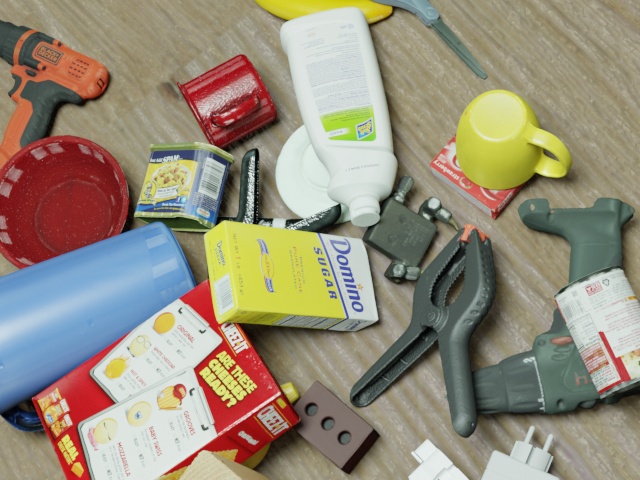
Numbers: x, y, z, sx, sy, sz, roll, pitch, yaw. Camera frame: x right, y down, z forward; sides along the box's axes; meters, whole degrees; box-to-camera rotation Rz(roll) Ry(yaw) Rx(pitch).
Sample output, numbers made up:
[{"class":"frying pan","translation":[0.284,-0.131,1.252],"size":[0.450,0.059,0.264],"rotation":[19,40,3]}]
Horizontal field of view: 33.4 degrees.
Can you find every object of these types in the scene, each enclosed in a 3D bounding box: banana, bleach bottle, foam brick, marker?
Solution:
[{"class":"banana","translation":[-0.016,-0.280,1.226],"size":[0.198,0.037,0.069],"rotation":[26,79,19]},{"class":"bleach bottle","translation":[0.022,-0.128,1.132],"size":[0.102,0.068,0.251],"rotation":[-12,61,8]},{"class":"foam brick","translation":[0.012,0.185,1.057],"size":[0.078,0.051,0.053],"rotation":[37,83,21]},{"class":"marker","translation":[-0.068,-0.016,1.159],"size":[0.121,0.020,0.020],"rotation":[2,72,13]}]

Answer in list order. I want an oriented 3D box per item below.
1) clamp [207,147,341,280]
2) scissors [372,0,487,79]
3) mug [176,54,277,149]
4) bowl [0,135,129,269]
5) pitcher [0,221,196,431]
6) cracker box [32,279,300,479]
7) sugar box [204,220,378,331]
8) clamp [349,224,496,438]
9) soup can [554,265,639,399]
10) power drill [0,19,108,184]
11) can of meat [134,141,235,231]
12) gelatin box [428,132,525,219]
[{"class":"clamp","translation":[-0.057,0.001,1.128],"size":[0.120,0.039,0.171],"rotation":[26,97,14]},{"class":"scissors","translation":[0.101,-0.251,1.186],"size":[0.096,0.016,0.202],"rotation":[-15,67,-21]},{"class":"mug","translation":[-0.098,-0.149,1.164],"size":[0.081,0.117,0.093],"rotation":[-29,108,-4]},{"class":"bowl","translation":[-0.285,-0.033,1.189],"size":[0.162,0.055,0.162],"rotation":[-2,75,7]},{"class":"pitcher","translation":[-0.248,0.082,1.098],"size":[0.242,0.149,0.145],"rotation":[-23,68,-13]},{"class":"cracker box","translation":[-0.151,0.165,1.031],"size":[0.213,0.072,0.164],"rotation":[-34,52,-4]},{"class":"sugar box","translation":[-0.026,0.037,1.057],"size":[0.048,0.175,0.093],"rotation":[-33,60,47]},{"class":"clamp","translation":[0.123,0.086,1.028],"size":[0.165,0.036,0.210],"rotation":[17,78,53]},{"class":"soup can","translation":[0.260,0.082,0.955],"size":[0.068,0.068,0.102],"rotation":[-24,73,4]},{"class":"power drill","translation":[-0.365,-0.163,1.254],"size":[0.185,0.057,0.187],"rotation":[25,79,19]},{"class":"can of meat","translation":[-0.149,-0.057,1.158],"size":[0.102,0.057,0.084],"rotation":[2,73,40]},{"class":"gelatin box","translation":[0.171,-0.077,1.120],"size":[0.089,0.030,0.073],"rotation":[39,84,21]}]
